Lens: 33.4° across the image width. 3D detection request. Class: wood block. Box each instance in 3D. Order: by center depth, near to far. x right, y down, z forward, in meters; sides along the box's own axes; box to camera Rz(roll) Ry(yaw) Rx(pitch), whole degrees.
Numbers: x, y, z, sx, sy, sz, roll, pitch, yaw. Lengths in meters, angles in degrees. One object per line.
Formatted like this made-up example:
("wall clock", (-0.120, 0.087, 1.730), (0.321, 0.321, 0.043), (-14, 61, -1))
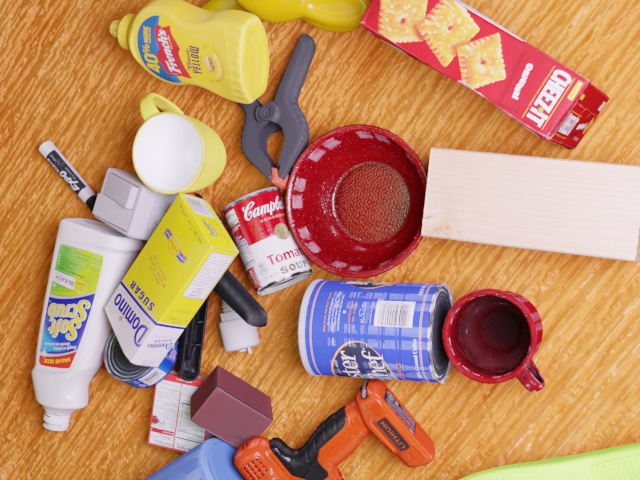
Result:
("wood block", (0.215, -0.036, 1.054), (0.206, 0.090, 0.091), (7, 93, 21))

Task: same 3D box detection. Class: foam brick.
("foam brick", (-0.099, 0.186, 1.178), (0.078, 0.051, 0.053), (35, 105, -19))

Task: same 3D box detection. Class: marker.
("marker", (-0.296, -0.072, 1.285), (0.020, 0.020, 0.121), (-46, 76, 15))

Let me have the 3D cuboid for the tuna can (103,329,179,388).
("tuna can", (-0.205, 0.126, 1.227), (0.086, 0.033, 0.086), (-15, 57, 24))

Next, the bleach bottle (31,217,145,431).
("bleach bottle", (-0.283, 0.105, 1.260), (0.103, 0.068, 0.251), (17, 99, 24))

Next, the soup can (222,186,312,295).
("soup can", (-0.058, 0.001, 1.168), (0.069, 0.068, 0.102), (-25, 81, 19))

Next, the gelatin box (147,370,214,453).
("gelatin box", (-0.156, 0.199, 1.230), (0.073, 0.030, 0.089), (9, 94, 19))

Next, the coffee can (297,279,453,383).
("coffee can", (0.060, 0.093, 1.107), (0.140, 0.102, 0.103), (1, 91, 21))

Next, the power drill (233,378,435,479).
("power drill", (0.027, 0.251, 1.136), (0.188, 0.057, 0.184), (-38, 97, 12))

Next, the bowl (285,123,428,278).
("bowl", (0.046, -0.041, 1.135), (0.162, 0.055, 0.162), (0, 91, 21))

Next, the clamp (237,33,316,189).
("clamp", (-0.062, -0.139, 1.174), (0.120, 0.039, 0.171), (-7, 72, 29))

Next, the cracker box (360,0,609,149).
("cracker box", (0.162, -0.172, 1.032), (0.214, 0.164, 0.072), (36, 104, 17))

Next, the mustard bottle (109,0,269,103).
("mustard bottle", (-0.150, -0.214, 1.160), (0.192, 0.058, 0.096), (18, 134, 26))

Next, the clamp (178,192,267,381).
("clamp", (-0.135, 0.044, 1.195), (0.165, 0.036, 0.210), (-46, 54, 39))

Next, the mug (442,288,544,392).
("mug", (0.185, 0.102, 1.071), (0.093, 0.081, 0.117), (-43, 76, 16))

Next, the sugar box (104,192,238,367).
("sugar box", (-0.166, 0.044, 1.160), (0.176, 0.048, 0.093), (-52, 48, 21))
